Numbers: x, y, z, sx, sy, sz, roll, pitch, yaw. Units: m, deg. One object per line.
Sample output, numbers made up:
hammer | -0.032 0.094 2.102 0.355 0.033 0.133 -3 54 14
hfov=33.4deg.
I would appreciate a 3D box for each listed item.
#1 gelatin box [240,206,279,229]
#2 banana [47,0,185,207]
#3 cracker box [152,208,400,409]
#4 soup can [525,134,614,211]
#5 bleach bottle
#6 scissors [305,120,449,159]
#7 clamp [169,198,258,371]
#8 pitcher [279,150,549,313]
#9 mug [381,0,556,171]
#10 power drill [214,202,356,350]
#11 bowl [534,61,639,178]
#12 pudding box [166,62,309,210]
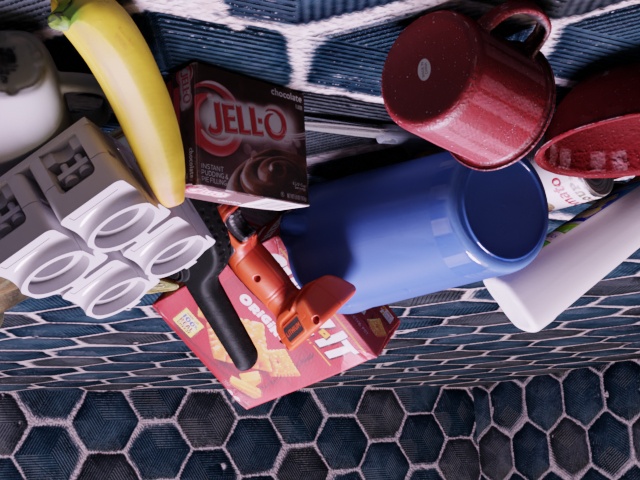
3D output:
gelatin box | -0.095 -0.021 1.127 0.073 0.030 0.089 -12 164 27
banana | -0.124 -0.097 0.659 0.037 0.069 0.197 -1 151 15
cracker box | -0.051 0.077 1.118 0.214 0.164 0.072 -28 -163 41
soup can | 0.202 -0.059 0.959 0.102 0.068 0.068 -17 162 42
bleach bottle | 0.272 -0.014 0.982 0.251 0.068 0.102 -36 180 -2
scissors | 0.060 -0.085 0.920 0.201 0.016 0.096 0 167 -13
clamp | -0.131 0.015 0.946 0.165 0.036 0.210 20 136 22
pitcher | 0.091 -0.009 0.951 0.149 0.145 0.243 -36 -168 -32
mug | 0.102 -0.109 0.699 0.081 0.093 0.117 17 125 -45
power drill | -0.056 0.001 0.942 0.057 0.187 0.185 -41 175 -25
bowl | 0.246 -0.097 0.832 0.162 0.055 0.162 -3 167 -1
pudding box | -0.060 -0.072 0.779 0.039 0.090 0.113 -11 167 40
